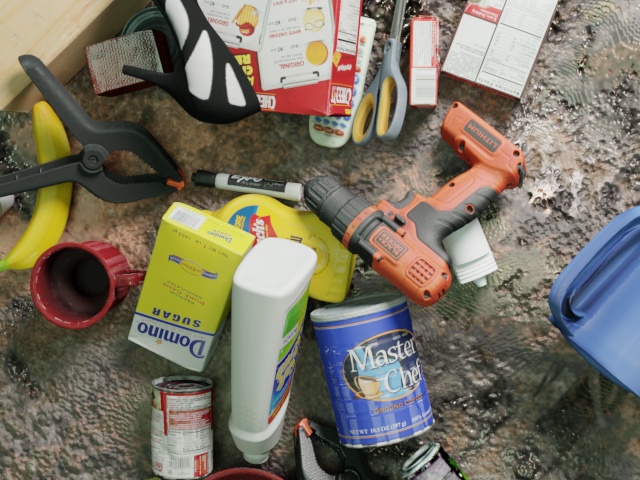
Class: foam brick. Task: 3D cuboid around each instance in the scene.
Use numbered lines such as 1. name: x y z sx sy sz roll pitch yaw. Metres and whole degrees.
1. foam brick: -0.196 -0.183 1.107 0.078 0.051 0.053 -12 93 9

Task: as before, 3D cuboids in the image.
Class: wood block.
1. wood block: -0.276 -0.238 1.129 0.206 0.090 0.090 -41 88 10

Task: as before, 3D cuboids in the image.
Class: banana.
1. banana: -0.305 -0.050 1.168 0.037 0.069 0.198 18 93 47

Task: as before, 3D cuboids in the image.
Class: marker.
1. marker: -0.081 -0.060 1.154 0.121 0.020 0.020 9 97 7

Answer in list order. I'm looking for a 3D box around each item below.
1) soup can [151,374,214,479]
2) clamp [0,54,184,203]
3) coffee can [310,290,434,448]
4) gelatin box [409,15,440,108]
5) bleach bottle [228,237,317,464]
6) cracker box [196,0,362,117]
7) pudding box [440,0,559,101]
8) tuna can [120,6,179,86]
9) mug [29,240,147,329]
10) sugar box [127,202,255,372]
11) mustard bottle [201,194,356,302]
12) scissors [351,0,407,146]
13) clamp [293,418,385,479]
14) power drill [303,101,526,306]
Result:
1. soup can: -0.150 0.204 1.166 0.068 0.068 0.102 2 96 8
2. clamp: -0.242 -0.101 1.122 0.209 0.036 0.165 11 117 -16
3. coffee can: 0.054 0.132 1.111 0.103 0.102 0.140 -12 94 9
4. gelatin box: 0.106 -0.180 1.087 0.030 0.073 0.089 1 95 6
5. bleach bottle: -0.057 0.128 1.116 0.068 0.102 0.251 16 124 15
6. cracker box: -0.042 -0.238 1.087 0.164 0.072 0.214 8 98 25
7. pudding box: 0.183 -0.209 1.091 0.090 0.039 0.113 21 100 5
8. tuna can: -0.171 -0.207 1.145 0.086 0.033 0.086 1 96 8
9. mug: -0.244 0.042 1.157 0.117 0.081 0.093 -7 95 9
10. sugar box: -0.139 0.053 1.125 0.093 0.048 0.176 25 124 5
11. mustard bottle: -0.058 0.001 1.137 0.192 0.058 0.096 12 100 7
12. scissors: 0.063 -0.180 1.099 0.016 0.096 0.201 18 57 -25
13. clamp: 0.023 0.270 1.141 0.171 0.039 0.120 42 56 6
14. power drill: 0.099 -0.050 1.077 0.184 0.057 0.187 42 81 20
